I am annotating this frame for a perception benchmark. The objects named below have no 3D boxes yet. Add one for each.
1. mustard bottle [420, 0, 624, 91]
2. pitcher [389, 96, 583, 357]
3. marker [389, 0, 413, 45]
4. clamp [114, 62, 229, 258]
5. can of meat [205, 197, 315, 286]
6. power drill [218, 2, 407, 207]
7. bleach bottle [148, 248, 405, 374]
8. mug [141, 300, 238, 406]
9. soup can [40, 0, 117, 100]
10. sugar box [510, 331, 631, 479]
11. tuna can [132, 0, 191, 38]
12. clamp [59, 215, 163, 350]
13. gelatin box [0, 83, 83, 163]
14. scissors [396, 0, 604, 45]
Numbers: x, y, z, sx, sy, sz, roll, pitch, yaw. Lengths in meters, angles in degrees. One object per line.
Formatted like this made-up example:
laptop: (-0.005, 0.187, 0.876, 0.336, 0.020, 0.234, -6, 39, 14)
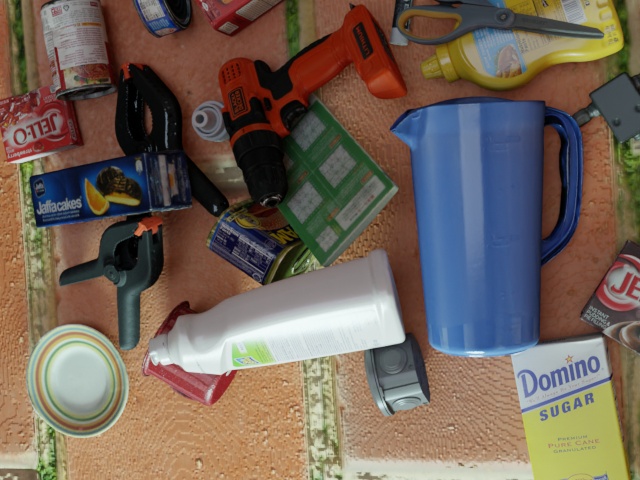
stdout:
mustard bottle: (0.189, -0.198, 1.038, 0.192, 0.058, 0.096, -19, 86, 17)
pitcher: (0.163, -0.017, 1.028, 0.149, 0.144, 0.243, 0, 97, 33)
marker: (0.087, -0.261, 1.087, 0.020, 0.020, 0.121, 9, 96, 17)
clamp: (-0.171, -0.095, 1.152, 0.165, 0.036, 0.210, -13, 85, 39)
can of meat: (-0.057, 0.001, 1.104, 0.084, 0.102, 0.057, 33, 114, 16)
power drill: (-0.011, -0.140, 1.074, 0.188, 0.057, 0.184, -26, 59, 15)
bleach bottle: (-0.048, 0.080, 1.049, 0.251, 0.102, 0.068, -12, 49, 6)
mug: (-0.135, 0.132, 1.150, 0.081, 0.093, 0.117, 28, 132, 9)
soup can: (-0.267, -0.211, 1.177, 0.069, 0.068, 0.102, -11, 89, 18)
sugar box: (0.248, 0.184, 1.047, 0.093, 0.048, 0.176, -11, 91, 18)
tuna can: (-0.169, -0.261, 1.134, 0.034, 0.086, 0.086, -13, 89, 16)
clamp: (-0.226, 0.029, 1.172, 0.120, 0.039, 0.172, 33, 122, 10)
gelatin box: (-0.322, -0.134, 1.218, 0.089, 0.030, 0.073, -13, 89, 18)
scissors: (0.169, -0.227, 1.010, 0.202, 0.016, 0.096, 0, 75, 26)
